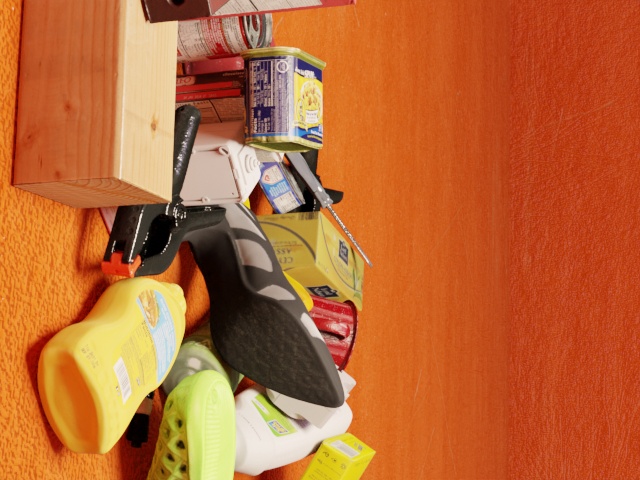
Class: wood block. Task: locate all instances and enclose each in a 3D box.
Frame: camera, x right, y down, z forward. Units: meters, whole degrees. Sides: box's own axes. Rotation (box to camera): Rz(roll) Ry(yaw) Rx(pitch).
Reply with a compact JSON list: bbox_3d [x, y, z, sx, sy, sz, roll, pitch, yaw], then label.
[{"bbox_3d":[-0.168,-0.136,0.821,0.090,0.090,0.206,27,62,-69],"label":"wood block"}]

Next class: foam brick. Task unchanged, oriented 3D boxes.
[{"bbox_3d":[-0.103,-0.208,0.795,0.051,0.053,0.078,-59,143,-59],"label":"foam brick"}]

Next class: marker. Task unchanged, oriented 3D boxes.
[{"bbox_3d":[-0.153,0.122,0.940,0.020,0.020,0.121,50,42,-60],"label":"marker"}]

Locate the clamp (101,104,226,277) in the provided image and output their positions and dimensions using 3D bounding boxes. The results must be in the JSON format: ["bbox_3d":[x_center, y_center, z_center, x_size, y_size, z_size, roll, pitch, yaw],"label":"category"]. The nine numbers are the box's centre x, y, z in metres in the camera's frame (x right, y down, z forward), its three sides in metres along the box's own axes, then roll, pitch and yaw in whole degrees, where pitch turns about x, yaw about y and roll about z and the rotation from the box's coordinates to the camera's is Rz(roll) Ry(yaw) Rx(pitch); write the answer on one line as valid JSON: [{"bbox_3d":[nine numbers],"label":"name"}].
[{"bbox_3d":[-0.131,-0.035,0.896,0.171,0.039,0.120,-54,137,-55],"label":"clamp"}]

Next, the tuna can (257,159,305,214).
[{"bbox_3d":[-0.051,-0.071,1.185,0.086,0.034,0.086,62,4,-7],"label":"tuna can"}]

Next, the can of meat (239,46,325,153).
[{"bbox_3d":[-0.033,-0.127,0.983,0.102,0.057,0.084,2,87,-70],"label":"can of meat"}]

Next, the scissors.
[{"bbox_3d":[-0.003,-0.058,1.221,0.202,0.016,0.096,54,-1,14],"label":"scissors"}]

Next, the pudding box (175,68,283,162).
[{"bbox_3d":[-0.092,-0.118,1.041,0.113,0.090,0.039,61,34,-53],"label":"pudding box"}]

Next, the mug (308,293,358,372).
[{"bbox_3d":[-0.009,0.100,1.184,0.117,0.081,0.093,161,-57,-68],"label":"mug"}]

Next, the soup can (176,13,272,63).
[{"bbox_3d":[-0.104,-0.202,0.995,0.068,0.102,0.068,-3,90,-71],"label":"soup can"}]

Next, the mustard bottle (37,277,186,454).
[{"bbox_3d":[-0.157,0.084,0.872,0.191,0.058,0.096,-54,137,-61],"label":"mustard bottle"}]

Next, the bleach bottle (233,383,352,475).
[{"bbox_3d":[-0.059,0.190,1.117,0.068,0.103,0.250,-54,159,15],"label":"bleach bottle"}]

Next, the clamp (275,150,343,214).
[{"bbox_3d":[-0.018,-0.078,1.331,0.209,0.036,0.164,-61,144,-56],"label":"clamp"}]

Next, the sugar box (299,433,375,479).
[{"bbox_3d":[-0.012,0.297,1.161,0.176,0.048,0.093,-62,161,5],"label":"sugar box"}]
